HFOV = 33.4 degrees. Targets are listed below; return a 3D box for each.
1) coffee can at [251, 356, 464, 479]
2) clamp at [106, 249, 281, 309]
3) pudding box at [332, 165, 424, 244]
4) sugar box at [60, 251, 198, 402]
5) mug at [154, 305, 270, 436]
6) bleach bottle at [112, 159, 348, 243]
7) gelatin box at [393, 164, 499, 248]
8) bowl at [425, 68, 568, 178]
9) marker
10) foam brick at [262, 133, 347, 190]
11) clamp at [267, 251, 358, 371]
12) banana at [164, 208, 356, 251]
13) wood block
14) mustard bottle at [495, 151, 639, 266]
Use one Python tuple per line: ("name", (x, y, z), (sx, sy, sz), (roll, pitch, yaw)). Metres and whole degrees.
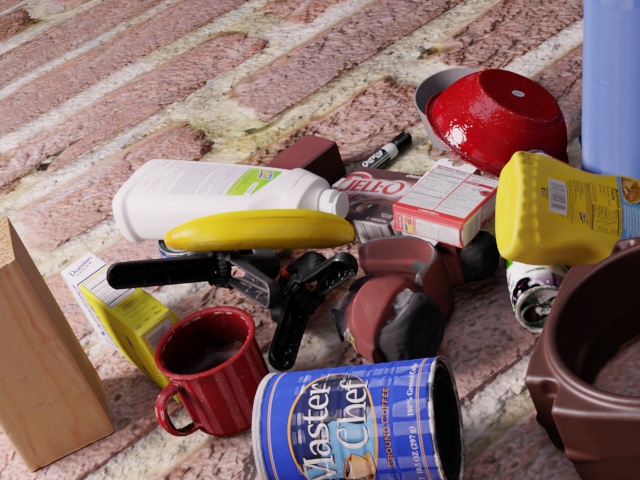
("coffee can", (0.031, 0.147, 0.820), (0.140, 0.103, 0.102), (-8, 35, 18))
("clamp", (-0.086, 0.029, 1.037), (0.165, 0.036, 0.209), (9, 11, 20))
("pudding box", (0.059, -0.036, 1.125), (0.114, 0.039, 0.089), (14, 46, 42))
("sugar box", (-0.184, 0.081, 1.041), (0.048, 0.093, 0.176), (-39, 36, -23))
("mug", (-0.096, 0.125, 0.939), (0.093, 0.081, 0.117), (14, 46, 41))
("bleach bottle", (-0.091, -0.038, 1.127), (0.251, 0.068, 0.102), (4, 40, 29))
("gelatin box", (0.120, -0.032, 0.988), (0.073, 0.030, 0.089), (16, 38, 31))
("bowl", (0.192, -0.128, 1.097), (0.162, 0.055, 0.162), (14, 37, -12))
("marker", (0.061, -0.088, 1.217), (0.121, 0.020, 0.020), (-39, 37, -25))
("foam brick", (-0.017, -0.076, 1.214), (0.078, 0.053, 0.051), (-38, 37, -27))
("clamp", (-0.021, 0.060, 0.998), (0.120, 0.039, 0.171), (-52, 9, -6))
("banana", (-0.048, -0.006, 1.027), (0.197, 0.070, 0.037), (1, 67, -18))
("wood block", (-0.274, 0.095, 0.966), (0.090, 0.206, 0.091), (-26, 33, -8))
("mustard bottle", (0.248, -0.013, 0.917), (0.191, 0.058, 0.096), (12, 58, -9))
